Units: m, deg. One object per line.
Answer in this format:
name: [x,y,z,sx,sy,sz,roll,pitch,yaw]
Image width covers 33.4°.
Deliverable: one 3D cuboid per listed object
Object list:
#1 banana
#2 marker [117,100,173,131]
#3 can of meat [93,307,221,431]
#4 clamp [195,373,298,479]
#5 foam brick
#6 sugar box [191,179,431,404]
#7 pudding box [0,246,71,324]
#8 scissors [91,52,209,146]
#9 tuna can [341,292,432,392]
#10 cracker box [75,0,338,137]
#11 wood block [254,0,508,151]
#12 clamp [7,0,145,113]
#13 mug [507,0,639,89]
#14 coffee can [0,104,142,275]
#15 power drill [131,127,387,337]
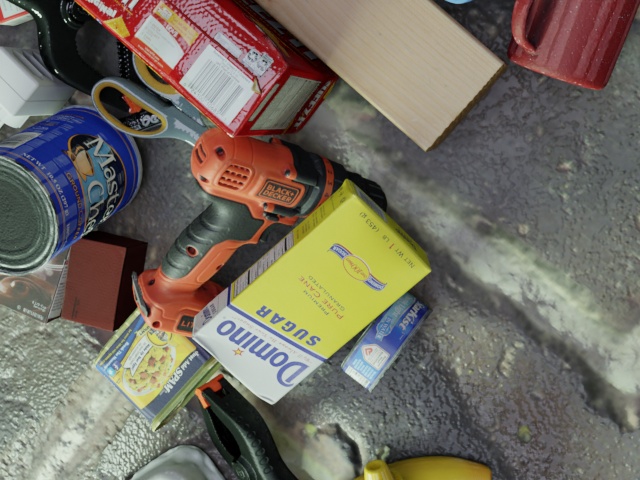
banana: [0.052,0.232,0.933,0.198,0.037,0.069,-36,108,16]
marker: [-0.138,-0.111,0.934,0.121,0.020,0.020,-18,94,14]
can of meat: [-0.139,0.103,0.945,0.084,0.057,0.102,44,104,6]
clamp: [-0.057,0.200,0.930,0.171,0.039,0.120,56,142,10]
foam brick: [-0.192,0.035,0.949,0.053,0.051,0.078,13,100,11]
sugar box: [-0.009,0.043,0.848,0.176,0.048,0.093,-43,108,12]
pudding box: [-0.277,0.013,0.971,0.113,0.039,0.090,22,101,9]
scissors: [-0.093,-0.103,0.907,0.201,0.016,0.096,22,97,-9]
tuna can: [0.054,0.082,0.884,0.034,0.086,0.086,37,104,7]
cracker box: [-0.080,-0.157,0.814,0.164,0.213,0.072,41,102,4]
wood block: [0.041,-0.172,0.849,0.206,0.090,0.091,42,104,5]
clamp: [-0.196,-0.204,0.888,0.164,0.036,0.210,-38,121,-9]
mug: [0.185,-0.166,0.809,0.093,0.117,0.081,32,111,39]
coffee can: [-0.226,-0.045,0.888,0.103,0.140,0.103,8,115,17]
power drill: [-0.056,0.001,0.883,0.184,0.057,0.188,17,121,-35]
